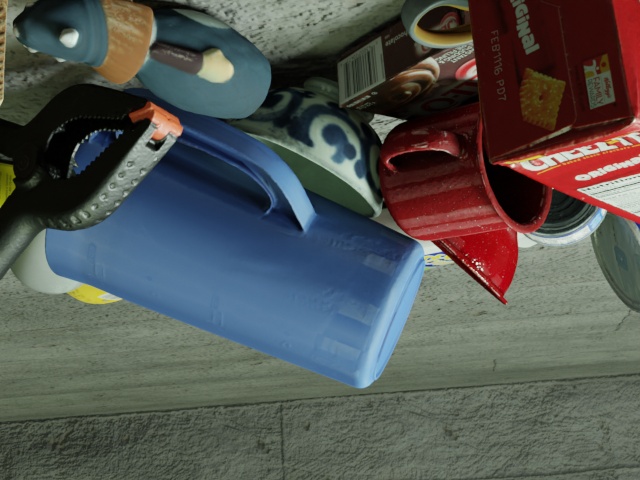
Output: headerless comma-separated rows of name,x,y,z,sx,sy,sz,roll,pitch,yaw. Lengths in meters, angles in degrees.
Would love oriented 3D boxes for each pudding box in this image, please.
pudding box,0.078,-0.112,0.676,0.089,0.039,0.114,7,163,-39

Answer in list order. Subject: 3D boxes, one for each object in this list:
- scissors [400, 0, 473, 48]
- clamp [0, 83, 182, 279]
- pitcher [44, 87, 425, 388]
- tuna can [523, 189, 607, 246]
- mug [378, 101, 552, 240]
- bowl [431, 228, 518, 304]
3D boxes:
scissors,0.133,-0.145,0.596,0.201,0.016,0.096,-13,150,-31
clamp,-0.178,-0.032,0.672,0.210,0.164,0.036,-12,159,30
pitcher,-0.055,0.001,0.732,0.243,0.145,0.149,22,-178,11
tuna can,0.197,-0.040,0.895,0.086,0.086,0.033,-9,163,19
mug,0.084,-0.046,0.680,0.082,0.093,0.117,-10,164,39
bowl,0.118,-0.018,0.921,0.055,0.162,0.162,-47,159,2
